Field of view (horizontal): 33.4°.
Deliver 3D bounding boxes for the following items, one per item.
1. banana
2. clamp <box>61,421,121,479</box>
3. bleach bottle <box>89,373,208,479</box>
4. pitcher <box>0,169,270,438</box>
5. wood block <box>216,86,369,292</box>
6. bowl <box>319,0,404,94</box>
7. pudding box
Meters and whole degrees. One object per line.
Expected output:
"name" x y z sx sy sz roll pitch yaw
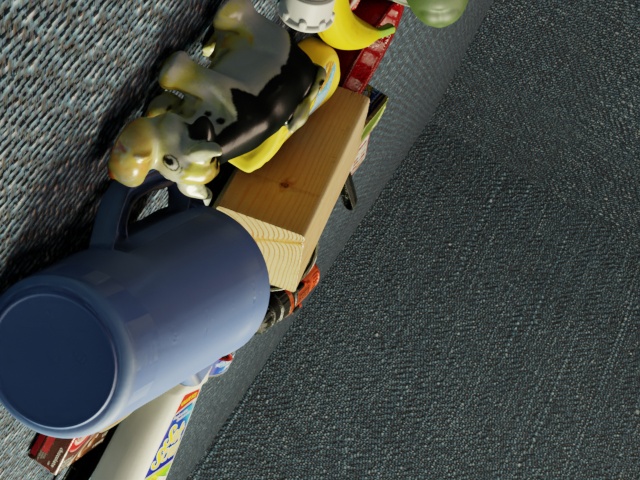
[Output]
"banana" 0.018 -0.220 0.960 0.069 0.037 0.197 -47 158 -3
"clamp" -0.240 0.204 1.176 0.209 0.036 0.165 -55 171 -31
"bleach bottle" -0.182 0.199 1.172 0.251 0.068 0.102 -66 163 -5
"pitcher" -0.136 0.043 0.772 0.145 0.149 0.242 -44 176 18
"wood block" -0.028 -0.063 1.076 0.090 0.091 0.206 101 11 -50
"bowl" 0.030 -0.208 1.181 0.162 0.055 0.162 -59 175 -9
"pudding box" -0.228 0.167 1.038 0.090 0.039 0.113 -59 175 12
